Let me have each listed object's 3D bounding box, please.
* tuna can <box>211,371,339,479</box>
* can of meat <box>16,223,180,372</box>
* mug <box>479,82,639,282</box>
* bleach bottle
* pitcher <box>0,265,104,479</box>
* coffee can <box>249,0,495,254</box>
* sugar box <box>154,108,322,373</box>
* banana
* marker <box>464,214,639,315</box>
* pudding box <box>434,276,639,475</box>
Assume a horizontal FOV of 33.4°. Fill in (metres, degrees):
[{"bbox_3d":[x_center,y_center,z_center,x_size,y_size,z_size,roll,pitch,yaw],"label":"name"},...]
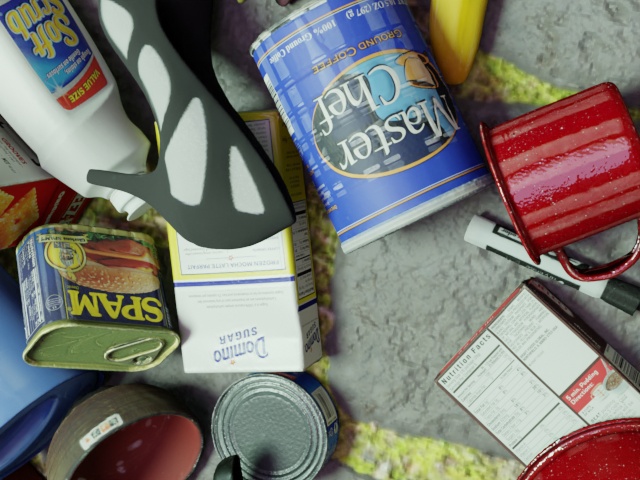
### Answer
[{"bbox_3d":[-0.031,0.131,0.746,0.086,0.033,0.086,3,98,19],"label":"tuna can"},{"bbox_3d":[-0.154,0.039,0.730,0.058,0.101,0.084,-44,50,40],"label":"can of meat"},{"bbox_3d":[0.154,-0.032,0.632,0.082,0.093,0.117,-22,97,16],"label":"mug"},{"bbox_3d":[-0.190,-0.122,0.732,0.251,0.102,0.068,52,126,5],"label":"bleach bottle"},{"bbox_3d":[-0.273,0.048,0.780,0.243,0.149,0.145,47,124,11],"label":"pitcher"},{"bbox_3d":[0.032,-0.076,0.659,0.103,0.102,0.140,-26,88,20],"label":"coffee can"},{"bbox_3d":[-0.055,0.001,0.731,0.093,0.048,0.176,-3,99,21],"label":"sugar box"},{"bbox_3d":[0.115,-0.191,0.649,0.070,0.037,0.198,40,108,11],"label":"banana"},{"bbox_3d":[0.149,0.016,0.675,0.121,0.020,0.020,25,105,15],"label":"marker"},{"bbox_3d":[0.143,0.093,0.678,0.113,0.039,0.090,44,109,11],"label":"pudding box"}]
